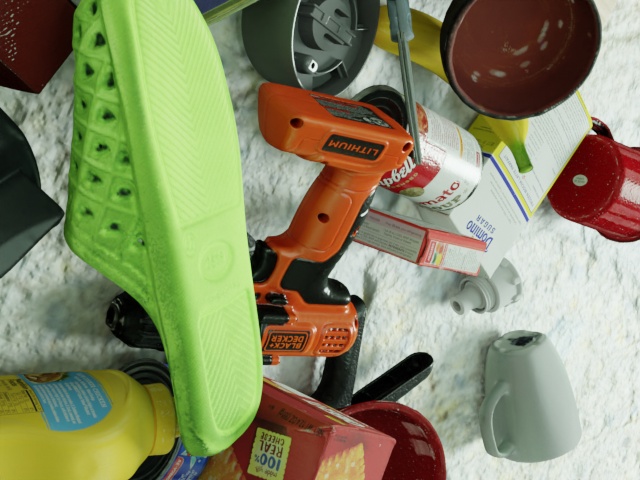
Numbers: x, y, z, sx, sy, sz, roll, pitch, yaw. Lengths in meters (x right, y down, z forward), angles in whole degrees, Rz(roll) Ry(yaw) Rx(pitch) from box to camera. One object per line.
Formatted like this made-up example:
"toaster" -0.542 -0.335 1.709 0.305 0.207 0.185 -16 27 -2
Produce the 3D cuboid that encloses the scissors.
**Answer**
"scissors" 0.058 -0.152 0.731 0.096 0.016 0.202 -20 100 -73

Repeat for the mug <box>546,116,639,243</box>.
"mug" 0.260 -0.061 0.980 0.081 0.093 0.117 13 63 -41

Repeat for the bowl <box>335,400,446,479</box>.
"bowl" 0.014 0.184 0.787 0.161 0.055 0.162 -10 110 -29

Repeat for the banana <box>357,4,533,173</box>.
"banana" 0.101 -0.129 0.807 0.197 0.037 0.069 34 35 -29

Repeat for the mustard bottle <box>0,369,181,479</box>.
"mustard bottle" -0.156 0.104 0.580 0.191 0.096 0.058 -2 105 -29

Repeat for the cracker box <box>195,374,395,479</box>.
"cracker box" -0.063 0.194 0.683 0.072 0.164 0.214 23 87 -45

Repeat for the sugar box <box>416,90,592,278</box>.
"sugar box" 0.157 -0.065 0.900 0.176 0.048 0.093 -51 133 -14

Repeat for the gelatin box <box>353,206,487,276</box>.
"gelatin box" 0.067 -0.001 0.799 0.073 0.089 0.030 12 96 -46

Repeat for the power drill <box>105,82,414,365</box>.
"power drill" -0.032 -0.004 0.689 0.184 0.057 0.188 5 119 -37

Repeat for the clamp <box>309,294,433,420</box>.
"clamp" 0.023 0.136 0.838 0.120 0.039 0.171 28 89 -37

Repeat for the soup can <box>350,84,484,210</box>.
"soup can" 0.067 -0.066 0.792 0.102 0.069 0.068 21 89 -47

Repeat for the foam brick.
"foam brick" -0.169 -0.121 0.551 0.051 0.053 0.078 -57 135 -14

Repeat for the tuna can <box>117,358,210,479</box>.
"tuna can" -0.106 0.119 0.671 0.033 0.086 0.086 27 85 -47
